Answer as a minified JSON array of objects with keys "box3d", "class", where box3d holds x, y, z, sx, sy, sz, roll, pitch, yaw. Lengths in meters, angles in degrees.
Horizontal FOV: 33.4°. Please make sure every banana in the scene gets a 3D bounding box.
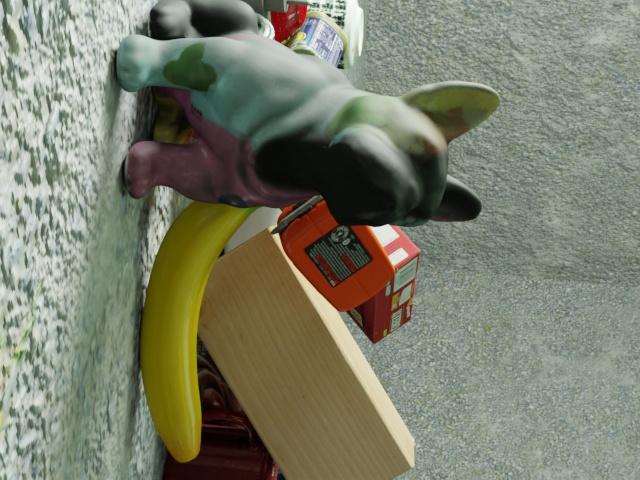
[{"box3d":[-0.087,0.048,0.707,0.037,0.070,0.198,-3,114,-59],"class":"banana"}]

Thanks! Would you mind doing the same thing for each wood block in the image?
[{"box3d":[-0.018,0.098,0.827,0.206,0.091,0.090,59,6,0],"class":"wood block"}]

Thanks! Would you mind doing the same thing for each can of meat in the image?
[{"box3d":[-0.026,-0.166,1.052,0.102,0.057,0.084,-39,-161,30],"class":"can of meat"}]

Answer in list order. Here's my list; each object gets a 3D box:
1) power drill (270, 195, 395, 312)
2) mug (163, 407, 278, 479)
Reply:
[{"box3d":[-0.017,-0.035,0.795,0.188,0.057,0.184,54,3,41],"class":"power drill"},{"box3d":[-0.080,0.183,0.861,0.093,0.081,0.117,-78,172,-56],"class":"mug"}]
